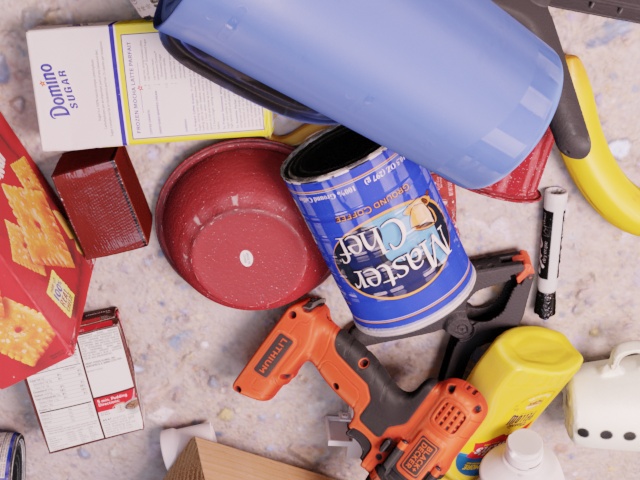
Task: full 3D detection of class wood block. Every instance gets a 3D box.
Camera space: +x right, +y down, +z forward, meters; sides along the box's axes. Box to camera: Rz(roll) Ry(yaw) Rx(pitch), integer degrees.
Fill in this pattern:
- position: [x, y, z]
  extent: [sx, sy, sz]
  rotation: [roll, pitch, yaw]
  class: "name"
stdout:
- position: [-0.039, 0.260, 0.953]
  extent: [0.205, 0.090, 0.091]
  rotation: [23, 113, -27]
  class: "wood block"

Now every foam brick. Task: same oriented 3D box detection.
- position: [-0.171, -0.033, 0.846]
  extent: [0.051, 0.053, 0.078]
  rotation: [-16, 115, 4]
  class: "foam brick"

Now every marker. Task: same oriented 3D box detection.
- position: [0.195, 0.013, 0.906]
  extent: [0.020, 0.020, 0.121]
  rotation: [-1, 116, -2]
  class: "marker"

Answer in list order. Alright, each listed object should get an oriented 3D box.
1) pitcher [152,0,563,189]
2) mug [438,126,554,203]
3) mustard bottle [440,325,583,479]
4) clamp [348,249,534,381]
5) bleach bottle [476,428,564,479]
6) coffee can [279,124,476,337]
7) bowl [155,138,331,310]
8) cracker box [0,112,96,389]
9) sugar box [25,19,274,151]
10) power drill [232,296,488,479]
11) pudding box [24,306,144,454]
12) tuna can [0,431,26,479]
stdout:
- position: [0.022, -0.128, 0.671]
  extent: [0.242, 0.149, 0.145]
  rotation: [29, 97, -20]
  class: "pitcher"
- position: [0.133, -0.081, 0.808]
  extent: [0.093, 0.117, 0.081]
  rotation: [22, 111, 17]
  class: "mug"
- position: [0.145, 0.160, 0.940]
  extent: [0.096, 0.058, 0.192]
  rotation: [-3, 135, -41]
  class: "mustard bottle"
- position: [0.122, 0.077, 0.924]
  extent: [0.172, 0.039, 0.120]
  rotation: [-33, 120, 20]
  class: "clamp"
- position: [0.160, 0.257, 0.957]
  extent: [0.102, 0.068, 0.251]
  rotation: [-9, 134, -9]
  class: "bleach bottle"
- position: [0.045, -0.013, 0.806]
  extent: [0.103, 0.103, 0.140]
  rotation: [-23, 112, 8]
  class: "coffee can"
- position: [-0.056, 0.001, 0.858]
  extent: [0.162, 0.055, 0.162]
  rotation: [0, 121, 0]
  class: "bowl"
- position: [-0.252, -0.024, 0.784]
  extent: [0.072, 0.164, 0.213]
  rotation: [-25, 115, 7]
  class: "cracker box"
- position: [-0.125, -0.121, 0.804]
  extent: [0.176, 0.048, 0.093]
  rotation: [-3, 106, 2]
  class: "sugar box"
- position: [0.021, 0.152, 0.898]
  extent: [0.188, 0.057, 0.184]
  rotation: [38, 103, 10]
  class: "power drill"
- position: [-0.206, 0.121, 0.921]
  extent: [0.090, 0.039, 0.113]
  rotation: [-13, 114, -8]
  class: "pudding box"
- position: [-0.283, 0.212, 0.942]
  extent: [0.033, 0.086, 0.086]
  rotation: [3, 116, -7]
  class: "tuna can"
